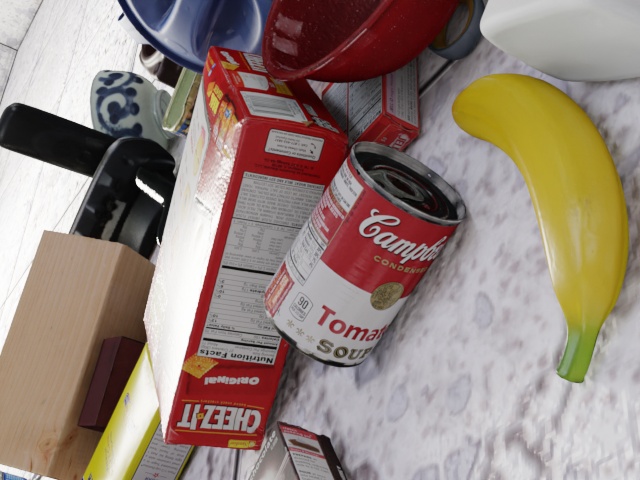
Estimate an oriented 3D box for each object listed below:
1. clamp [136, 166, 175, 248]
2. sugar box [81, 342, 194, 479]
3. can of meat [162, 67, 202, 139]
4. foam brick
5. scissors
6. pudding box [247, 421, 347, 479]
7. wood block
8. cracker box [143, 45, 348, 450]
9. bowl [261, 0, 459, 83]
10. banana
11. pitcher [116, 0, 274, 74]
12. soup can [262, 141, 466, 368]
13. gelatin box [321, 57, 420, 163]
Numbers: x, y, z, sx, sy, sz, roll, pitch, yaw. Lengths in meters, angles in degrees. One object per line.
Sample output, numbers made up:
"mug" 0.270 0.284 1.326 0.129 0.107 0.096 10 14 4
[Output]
"clamp" -0.113 -0.032 0.903 0.120 0.039 0.171 -31 39 28
"sugar box" -0.145 0.176 0.813 0.176 0.048 0.093 -61 24 14
"can of meat" -0.068 -0.117 0.854 0.102 0.083 0.057 -68 22 -1
"foam brick" -0.160 0.124 0.887 0.053 0.051 0.078 -15 57 62
"scissors" 0.066 -0.152 0.674 0.202 0.016 0.096 3 72 66
"pudding box" -0.022 0.166 0.556 0.113 0.039 0.090 -62 23 13
"wood block" -0.222 0.106 0.951 0.091 0.090 0.206 9 74 21
"cracker box" -0.055 0.001 0.688 0.164 0.072 0.214 -118 41 -63
"bowl" 0.036 -0.150 0.626 0.162 0.055 0.162 -39 34 33
"banana" 0.095 -0.031 0.472 0.070 0.037 0.198 -53 27 30
"pitcher" -0.049 -0.242 0.799 0.145 0.149 0.242 93 -159 -52
"soup can" 0.021 0.008 0.563 0.102 0.068 0.068 -58 25 24
"gelatin box" 0.031 -0.081 0.671 0.073 0.030 0.089 -45 32 41
